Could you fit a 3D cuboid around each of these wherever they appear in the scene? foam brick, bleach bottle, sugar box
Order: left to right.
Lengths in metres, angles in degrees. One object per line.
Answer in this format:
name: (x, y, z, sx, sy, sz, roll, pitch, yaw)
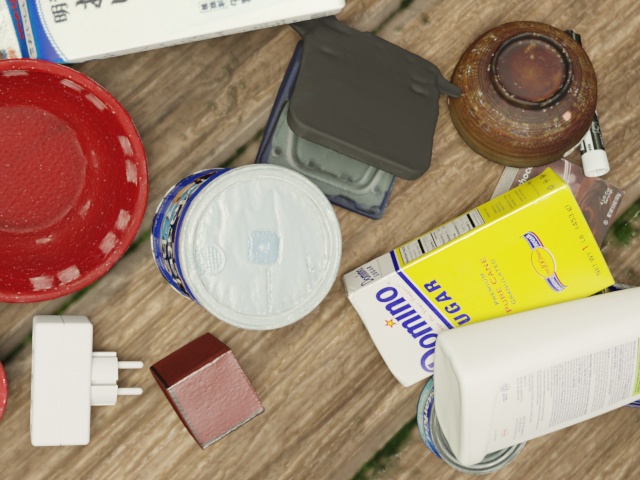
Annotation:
foam brick: (-0.081, 0.104, 0.751, 0.051, 0.078, 0.053, -32, 103, -13)
sugar box: (0.115, 0.029, 0.786, 0.176, 0.048, 0.093, -29, 111, 6)
bleach bottle: (0.210, 0.084, 0.776, 0.250, 0.068, 0.102, -13, 130, -10)

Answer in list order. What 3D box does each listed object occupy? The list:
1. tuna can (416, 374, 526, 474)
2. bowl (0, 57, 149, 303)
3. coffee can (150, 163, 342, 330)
tuna can: (0.119, 0.137, 0.833, 0.086, 0.034, 0.086, -1, 93, -16)
bowl: (-0.199, -0.042, 0.712, 0.162, 0.055, 0.162, -5, 106, -18)
coffee can: (-0.055, 0.001, 0.720, 0.102, 0.140, 0.103, -1, 93, -16)
